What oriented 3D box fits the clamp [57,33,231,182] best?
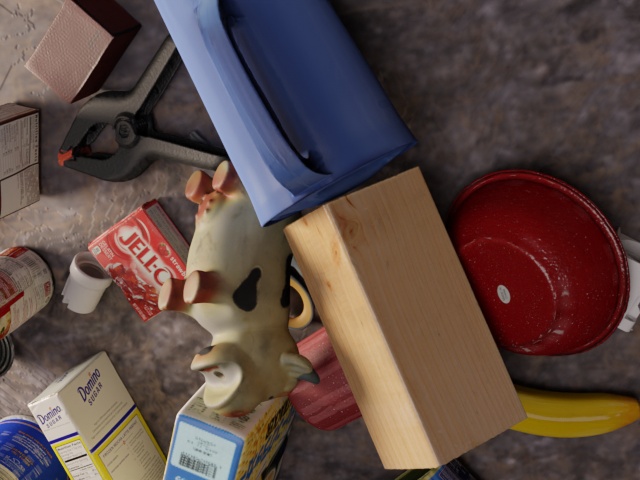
[{"bbox_3d":[-0.156,-0.107,0.912,0.172,0.039,0.120,-9,92,25],"label":"clamp"}]

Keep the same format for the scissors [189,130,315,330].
[{"bbox_3d":[-0.056,0.001,0.931,0.202,0.016,0.096,37,114,2],"label":"scissors"}]

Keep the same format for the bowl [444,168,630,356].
[{"bbox_3d":[0.151,0.029,0.822,0.162,0.055,0.162,20,125,31],"label":"bowl"}]

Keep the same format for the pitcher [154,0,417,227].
[{"bbox_3d":[-0.043,-0.140,0.792,0.243,0.144,0.149,61,154,1],"label":"pitcher"}]

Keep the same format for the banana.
[{"bbox_3d":[0.163,0.127,0.892,0.198,0.037,0.070,22,123,9],"label":"banana"}]

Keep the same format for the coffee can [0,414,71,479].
[{"bbox_3d":[-0.320,0.249,1.043,0.103,0.140,0.103,6,112,16],"label":"coffee can"}]

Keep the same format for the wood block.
[{"bbox_3d":[0.062,0.062,0.818,0.206,0.090,0.090,66,154,2],"label":"wood block"}]

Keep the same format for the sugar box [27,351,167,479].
[{"bbox_3d":[-0.198,0.203,1.012,0.048,0.093,0.176,-25,99,24],"label":"sugar box"}]

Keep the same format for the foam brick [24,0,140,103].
[{"bbox_3d":[-0.199,-0.164,0.898,0.053,0.051,0.078,42,117,-1],"label":"foam brick"}]

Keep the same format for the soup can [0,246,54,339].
[{"bbox_3d":[-0.300,0.053,0.984,0.068,0.102,0.068,6,111,16],"label":"soup can"}]

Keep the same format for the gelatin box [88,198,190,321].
[{"bbox_3d":[-0.155,0.018,0.963,0.073,0.030,0.089,-32,97,25],"label":"gelatin box"}]

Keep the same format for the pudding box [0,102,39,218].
[{"bbox_3d":[-0.291,-0.064,0.932,0.039,0.113,0.090,11,112,17],"label":"pudding box"}]

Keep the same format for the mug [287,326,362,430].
[{"bbox_3d":[0.030,0.116,0.914,0.082,0.093,0.117,-33,131,30],"label":"mug"}]
